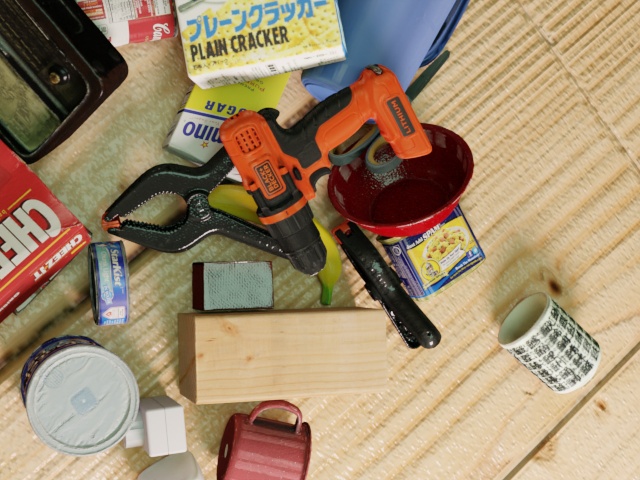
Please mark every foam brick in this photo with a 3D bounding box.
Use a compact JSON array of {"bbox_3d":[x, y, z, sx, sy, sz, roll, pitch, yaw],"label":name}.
[{"bbox_3d":[-0.094,0.048,1.138,0.078,0.051,0.053,0,88,-18],"label":"foam brick"}]

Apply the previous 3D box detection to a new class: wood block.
[{"bbox_3d":[-0.041,0.119,1.134,0.205,0.091,0.090,-1,90,-18],"label":"wood block"}]

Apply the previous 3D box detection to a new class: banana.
[{"bbox_3d":[-0.044,-0.011,1.162,0.197,0.037,0.069,38,79,-14],"label":"banana"}]

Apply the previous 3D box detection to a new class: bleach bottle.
[{"bbox_3d":[-0.104,0.348,1.117,0.068,0.103,0.251,-29,104,-8],"label":"bleach bottle"}]

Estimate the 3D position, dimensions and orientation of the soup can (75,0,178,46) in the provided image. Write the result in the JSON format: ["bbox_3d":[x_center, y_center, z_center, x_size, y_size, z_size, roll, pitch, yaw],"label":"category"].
[{"bbox_3d":[-0.204,-0.235,1.097,0.102,0.069,0.068,-13,93,-17],"label":"soup can"}]

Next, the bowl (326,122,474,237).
[{"bbox_3d":[0.091,-0.056,1.168,0.162,0.162,0.055,-36,136,-15],"label":"bowl"}]

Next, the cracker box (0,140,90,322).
[{"bbox_3d":[-0.353,-0.027,1.014,0.214,0.072,0.164,44,77,6],"label":"cracker box"}]

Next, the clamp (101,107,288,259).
[{"bbox_3d":[-0.123,-0.050,1.105,0.210,0.036,0.164,-6,104,-8],"label":"clamp"}]

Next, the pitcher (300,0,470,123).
[{"bbox_3d":[0.082,-0.251,1.167,0.149,0.145,0.243,26,85,-4],"label":"pitcher"}]

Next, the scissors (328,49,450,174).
[{"bbox_3d":[0.098,-0.140,1.192,0.201,0.096,0.016,-37,138,-13],"label":"scissors"}]

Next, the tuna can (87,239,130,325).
[{"bbox_3d":[-0.215,0.043,1.081,0.033,0.086,0.086,-5,91,-16],"label":"tuna can"}]

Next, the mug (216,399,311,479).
[{"bbox_3d":[-0.058,0.219,1.123,0.081,0.093,0.117,14,112,-13],"label":"mug"}]

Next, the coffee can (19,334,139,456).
[{"bbox_3d":[-0.238,0.148,1.043,0.102,0.140,0.103,0,89,-18],"label":"coffee can"}]

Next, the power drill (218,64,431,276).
[{"bbox_3d":[0.014,-0.078,1.079,0.187,0.057,0.184,-30,109,-5],"label":"power drill"}]

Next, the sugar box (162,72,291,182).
[{"bbox_3d":[-0.092,-0.160,1.144,0.093,0.048,0.176,24,81,-17],"label":"sugar box"}]

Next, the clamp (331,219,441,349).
[{"bbox_3d":[0.073,0.052,1.161,0.039,0.120,0.171,-38,96,-12],"label":"clamp"}]

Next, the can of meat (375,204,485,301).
[{"bbox_3d":[0.128,0.009,1.208,0.102,0.057,0.084,-32,101,-15],"label":"can of meat"}]
